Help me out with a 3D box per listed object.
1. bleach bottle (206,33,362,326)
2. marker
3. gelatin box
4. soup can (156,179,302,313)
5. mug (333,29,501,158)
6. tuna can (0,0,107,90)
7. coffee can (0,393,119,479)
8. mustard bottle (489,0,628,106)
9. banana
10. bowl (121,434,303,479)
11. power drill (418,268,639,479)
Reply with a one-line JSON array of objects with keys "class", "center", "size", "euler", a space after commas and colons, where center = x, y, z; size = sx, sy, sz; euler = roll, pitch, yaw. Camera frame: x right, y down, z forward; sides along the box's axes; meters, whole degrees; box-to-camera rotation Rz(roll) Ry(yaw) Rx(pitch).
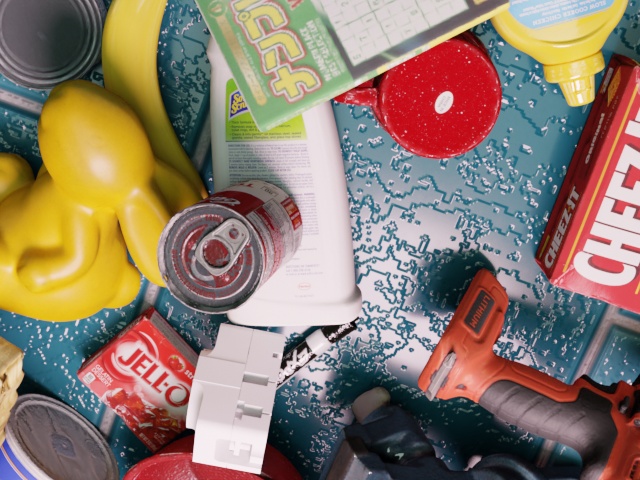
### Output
[{"class": "bleach bottle", "center": [-0.026, -0.068, 0.750], "size": [0.102, 0.068, 0.251], "euler": [-1, 104, 5]}, {"class": "marker", "center": [-0.020, 0.092, 0.816], "size": [0.121, 0.020, 0.020], "euler": [-39, 102, 10]}, {"class": "gelatin box", "center": [-0.129, 0.107, 0.816], "size": [0.073, 0.030, 0.089], "euler": [-39, 102, 11]}, {"class": "soup can", "center": [-0.054, 0.001, 0.683], "size": [0.068, 0.102, 0.068], "euler": [3, 103, 13]}, {"class": "mug", "center": [0.066, -0.102, 0.728], "size": [0.117, 0.081, 0.093], "euler": [3, 106, 0]}, {"class": "tuna can", "center": [-0.191, -0.149, 0.744], "size": [0.086, 0.033, 0.086], "euler": [0, 106, 1]}, {"class": "coffee can", "center": [-0.235, 0.201, 0.807], "size": [0.102, 0.103, 0.140], "euler": [41, 102, -10]}, {"class": "mustard bottle", "center": [0.155, -0.184, 0.716], "size": [0.096, 0.058, 0.191], "euler": [-16, 104, 3]}, {"class": "banana", "center": [-0.115, -0.103, 0.741], "size": [0.069, 0.037, 0.198], "euler": [2, 117, 4]}, {"class": "bowl", "center": [-0.068, 0.195, 0.809], "size": [0.162, 0.055, 0.162], "euler": [9, 130, 10]}, {"class": "power drill", "center": [0.177, 0.097, 0.758], "size": [0.188, 0.184, 0.057], "euler": [29, 131, 11]}]
